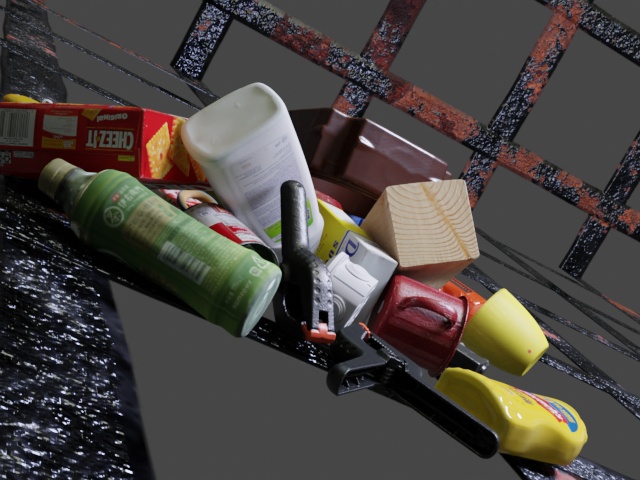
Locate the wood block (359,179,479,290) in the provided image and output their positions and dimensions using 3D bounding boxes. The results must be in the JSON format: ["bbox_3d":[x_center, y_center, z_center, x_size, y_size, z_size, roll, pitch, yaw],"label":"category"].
[{"bbox_3d":[0.103,0.007,1.218,0.090,0.091,0.206,-6,-14,-10],"label":"wood block"}]

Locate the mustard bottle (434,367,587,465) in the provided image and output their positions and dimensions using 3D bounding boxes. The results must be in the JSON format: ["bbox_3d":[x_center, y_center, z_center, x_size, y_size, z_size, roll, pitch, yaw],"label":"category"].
[{"bbox_3d":[0.197,0.175,1.020,0.191,0.058,0.096,22,9,-42],"label":"mustard bottle"}]

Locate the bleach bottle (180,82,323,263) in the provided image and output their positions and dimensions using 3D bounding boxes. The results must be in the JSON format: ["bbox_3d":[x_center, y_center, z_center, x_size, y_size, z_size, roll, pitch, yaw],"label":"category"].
[{"bbox_3d":[-0.056,-0.041,1.077,0.068,0.102,0.251,50,-13,35],"label":"bleach bottle"}]

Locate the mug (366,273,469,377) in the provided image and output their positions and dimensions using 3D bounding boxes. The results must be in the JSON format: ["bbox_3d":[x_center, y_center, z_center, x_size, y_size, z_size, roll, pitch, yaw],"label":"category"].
[{"bbox_3d":[0.101,0.083,1.108,0.081,0.093,0.117,23,-19,-7],"label":"mug"}]

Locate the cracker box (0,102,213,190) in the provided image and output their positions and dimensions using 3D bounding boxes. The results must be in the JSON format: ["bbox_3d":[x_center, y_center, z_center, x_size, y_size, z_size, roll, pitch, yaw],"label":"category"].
[{"bbox_3d":[-0.197,-0.088,1.051,0.164,0.072,0.213,4,1,18],"label":"cracker box"}]

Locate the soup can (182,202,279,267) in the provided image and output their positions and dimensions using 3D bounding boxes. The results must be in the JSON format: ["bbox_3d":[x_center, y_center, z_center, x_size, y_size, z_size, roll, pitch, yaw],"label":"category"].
[{"bbox_3d":[-0.091,0.013,0.995,0.068,0.068,0.102,22,11,-38],"label":"soup can"}]

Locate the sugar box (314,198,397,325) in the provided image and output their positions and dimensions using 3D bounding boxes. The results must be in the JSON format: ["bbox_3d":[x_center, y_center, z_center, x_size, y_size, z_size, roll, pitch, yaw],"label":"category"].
[{"bbox_3d":[0.016,0.026,1.178,0.048,0.093,0.176,25,9,-23],"label":"sugar box"}]

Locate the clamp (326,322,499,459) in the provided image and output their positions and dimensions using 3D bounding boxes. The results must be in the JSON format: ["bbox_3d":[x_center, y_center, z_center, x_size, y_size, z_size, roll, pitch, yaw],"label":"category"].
[{"bbox_3d":[0.052,0.117,0.954,0.164,0.036,0.210,26,7,-25],"label":"clamp"}]

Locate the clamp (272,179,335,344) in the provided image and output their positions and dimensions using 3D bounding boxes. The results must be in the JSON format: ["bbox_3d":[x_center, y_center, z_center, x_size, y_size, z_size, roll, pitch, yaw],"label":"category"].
[{"bbox_3d":[-0.031,0.040,1.001,0.039,0.120,0.171,6,44,-24],"label":"clamp"}]
